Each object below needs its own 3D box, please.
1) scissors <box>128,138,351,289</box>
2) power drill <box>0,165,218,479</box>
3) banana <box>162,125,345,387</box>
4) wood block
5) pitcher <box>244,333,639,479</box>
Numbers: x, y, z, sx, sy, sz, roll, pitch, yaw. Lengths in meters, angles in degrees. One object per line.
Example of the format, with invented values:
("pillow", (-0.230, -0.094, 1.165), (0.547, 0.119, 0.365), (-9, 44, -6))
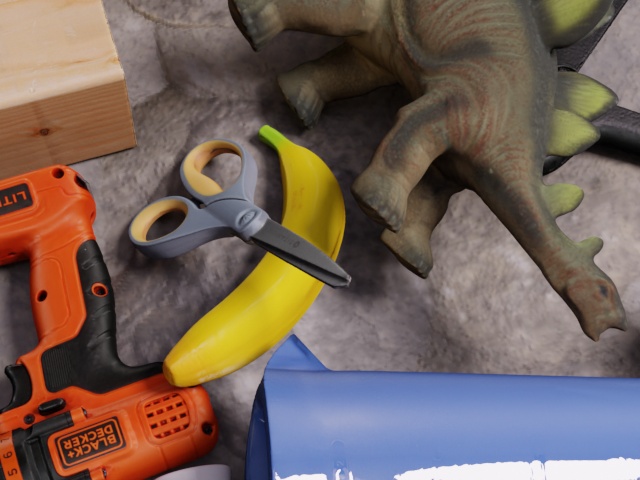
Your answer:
("scissors", (-0.054, 0.001, 0.579), (0.096, 0.016, 0.202), (-38, 33, 3))
("power drill", (-0.168, 0.063, 0.585), (0.184, 0.057, 0.188), (-18, 71, -13))
("banana", (-0.026, 0.010, 0.609), (0.070, 0.037, 0.197), (7, 46, 12))
("wood block", (-0.222, -0.085, 0.624), (0.206, 0.091, 0.090), (-16, 70, -11))
("pitcher", (0.084, 0.137, 0.534), (0.242, 0.149, 0.145), (0, 25, -7))
